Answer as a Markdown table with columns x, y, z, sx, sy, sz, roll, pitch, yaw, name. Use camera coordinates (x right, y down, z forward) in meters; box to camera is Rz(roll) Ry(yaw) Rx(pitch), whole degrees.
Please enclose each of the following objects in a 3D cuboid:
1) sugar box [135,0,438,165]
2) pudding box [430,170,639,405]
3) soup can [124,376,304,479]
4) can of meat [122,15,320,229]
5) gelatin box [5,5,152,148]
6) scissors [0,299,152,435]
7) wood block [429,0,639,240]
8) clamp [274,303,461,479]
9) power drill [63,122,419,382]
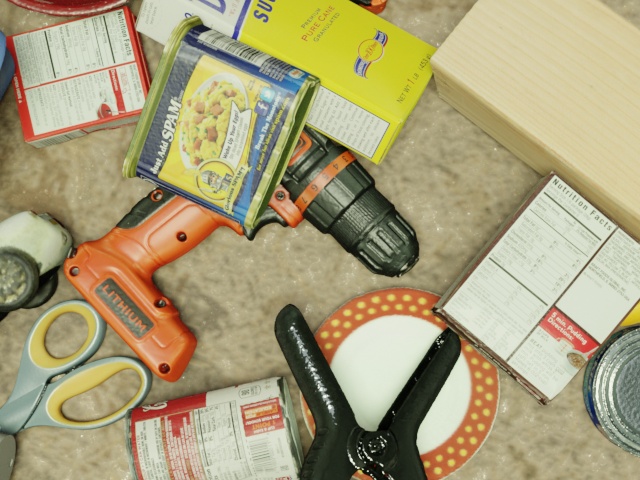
| x | y | z | sx | sy | sz | roll | pitch | yaw | name |
| --- | --- | --- | --- | --- | --- | --- | --- | --- | --- |
| -0.018 | -0.127 | 0.677 | 0.176 | 0.048 | 0.093 | 30 | 43 | 0 | sugar box |
| 0.136 | 0.029 | 0.639 | 0.090 | 0.039 | 0.113 | 40 | 86 | 5 | pudding box |
| -0.066 | 0.129 | 0.675 | 0.102 | 0.068 | 0.068 | -13 | 87 | 0 | soup can |
| -0.057 | -0.068 | 0.627 | 0.084 | 0.057 | 0.102 | 25 | 110 | 3 | can of meat |
| -0.158 | -0.108 | 0.710 | 0.089 | 0.030 | 0.073 | -14 | 85 | 0 | gelatin box |
| -0.213 | 0.103 | 0.706 | 0.201 | 0.016 | 0.096 | -17 | 85 | 0 | scissors |
| 0.177 | -0.072 | 0.651 | 0.206 | 0.090 | 0.091 | 40 | 91 | 13 | wood block |
| 0.018 | 0.118 | 0.636 | 0.120 | 0.039 | 0.171 | 15 | 64 | -6 | clamp |
| -0.055 | 0.001 | 0.689 | 0.187 | 0.057 | 0.184 | -44 | 83 | -4 | power drill |
